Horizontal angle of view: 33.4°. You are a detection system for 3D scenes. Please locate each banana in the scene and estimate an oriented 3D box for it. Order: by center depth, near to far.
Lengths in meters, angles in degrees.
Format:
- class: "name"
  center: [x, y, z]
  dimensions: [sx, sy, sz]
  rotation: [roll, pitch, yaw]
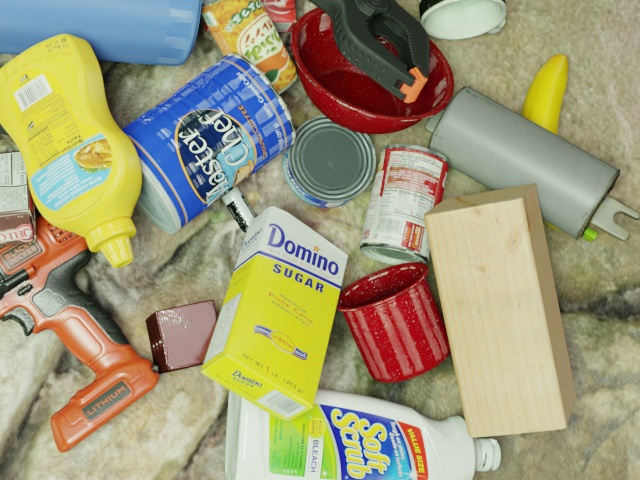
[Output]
- class: "banana"
  center: [0.232, -0.094, 1.079]
  dimensions: [0.069, 0.037, 0.198]
  rotation: [-1, 81, -33]

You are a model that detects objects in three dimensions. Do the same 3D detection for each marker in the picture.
- class: "marker"
  center: [-0.056, 0.001, 0.995]
  dimensions: [0.020, 0.020, 0.121]
  rotation: [-31, 88, -17]

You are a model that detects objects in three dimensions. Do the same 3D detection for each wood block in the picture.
- class: "wood block"
  center: [0.164, 0.062, 0.963]
  dimensions: [0.090, 0.090, 0.206]
  rotation: [-10, 98, 21]

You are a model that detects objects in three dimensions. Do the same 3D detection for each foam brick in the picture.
- class: "foam brick"
  center: [-0.119, 0.086, 0.933]
  dimensions: [0.051, 0.078, 0.053]
  rotation: [-10, 83, -17]

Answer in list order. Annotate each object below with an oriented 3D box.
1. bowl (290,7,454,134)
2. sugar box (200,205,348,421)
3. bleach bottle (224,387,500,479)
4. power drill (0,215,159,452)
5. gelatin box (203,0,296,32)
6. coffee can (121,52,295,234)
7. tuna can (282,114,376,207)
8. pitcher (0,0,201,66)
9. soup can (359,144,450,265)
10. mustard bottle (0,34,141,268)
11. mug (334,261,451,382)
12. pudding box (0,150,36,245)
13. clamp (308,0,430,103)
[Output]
- class: "bowl"
  center: [0.042, -0.152, 1.010]
  dimensions: [0.162, 0.055, 0.162]
  rotation: [12, 46, -13]
- class: "sugar box"
  center: [-0.035, 0.060, 0.925]
  dimensions: [0.093, 0.048, 0.176]
  rotation: [34, 46, -21]
- class: "bleach bottle"
  center: [0.043, 0.180, 0.966]
  dimensions: [0.250, 0.068, 0.102]
  rotation: [5, 79, -15]
- class: "power drill"
  center: [-0.242, 0.084, 0.912]
  dimensions: [0.184, 0.057, 0.187]
  rotation: [-34, 90, -19]
- class: "gelatin box"
  center: [-0.070, -0.240, 1.031]
  dimensions: [0.089, 0.030, 0.073]
  rotation: [-3, 81, -14]
- class: "coffee can"
  center: [-0.107, -0.087, 0.955]
  dimensions: [0.140, 0.103, 0.103]
  rotation: [-39, 91, -18]
- class: "tuna can"
  center: [0.007, -0.075, 1.018]
  dimensions: [0.086, 0.034, 0.086]
  rotation: [3, 79, -14]
- class: "pitcher"
  center: [-0.233, -0.230, 0.946]
  dimensions: [0.242, 0.145, 0.149]
  rotation: [5, 91, -17]
- class: "soup can"
  center: [0.080, -0.032, 1.010]
  dimensions: [0.068, 0.069, 0.102]
  rotation: [16, 77, -11]
- class: "mustard bottle"
  center: [-0.200, -0.066, 0.881]
  dimensions: [0.096, 0.058, 0.192]
  rotation: [-28, 80, 17]
- class: "mug"
  center: [0.073, 0.072, 0.982]
  dimensions: [0.081, 0.093, 0.117]
  rotation: [67, 28, -13]
- class: "pudding box"
  center: [-0.299, -0.033, 0.903]
  dimensions: [0.113, 0.039, 0.090]
  rotation: [-6, 40, -11]
- class: "clamp"
  center: [0.050, -0.216, 1.004]
  dimensions: [0.164, 0.036, 0.210]
  rotation: [-16, 60, -35]
